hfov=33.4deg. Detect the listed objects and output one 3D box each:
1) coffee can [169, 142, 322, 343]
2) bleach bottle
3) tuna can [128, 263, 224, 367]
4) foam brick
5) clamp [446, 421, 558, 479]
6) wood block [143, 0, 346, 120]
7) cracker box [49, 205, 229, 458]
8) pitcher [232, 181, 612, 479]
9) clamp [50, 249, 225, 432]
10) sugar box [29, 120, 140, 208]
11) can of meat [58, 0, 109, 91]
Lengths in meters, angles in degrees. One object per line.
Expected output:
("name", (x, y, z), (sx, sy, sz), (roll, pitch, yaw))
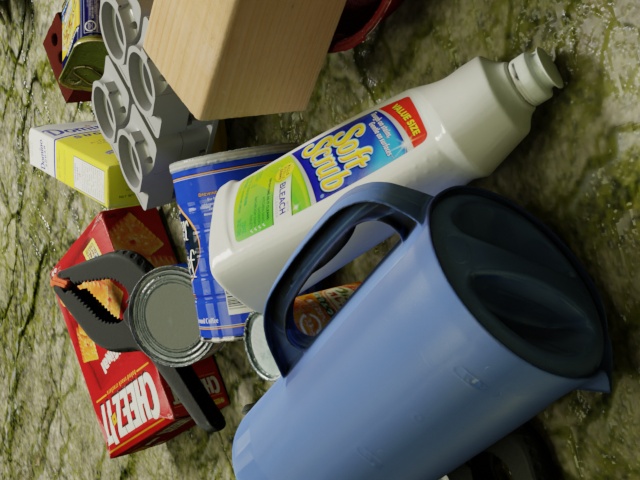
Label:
("coffee can", (-0.055, 0.001, 0.835), (0.103, 0.102, 0.140), (-7, 93, 54))
("bleach bottle", (0.039, -0.049, 0.683), (0.251, 0.068, 0.102), (-31, 35, 28))
("tuna can", (-0.118, 0.062, 0.904), (0.086, 0.033, 0.086), (2, 95, 21))
("foam brick", (-0.238, -0.186, 1.076), (0.053, 0.051, 0.078), (-47, 62, 48))
("clamp", (0.096, 0.139, 0.720), (0.171, 0.039, 0.120), (56, 138, 33))
("wood block", (-0.035, -0.186, 0.671), (0.090, 0.090, 0.206), (53, 137, 33))
("cracker box", (-0.189, 0.093, 1.066), (0.164, 0.071, 0.214), (-37, 70, 50))
("pitcher", (0.041, 0.082, 0.654), (0.243, 0.144, 0.149), (-47, 54, 35))
("clamp", (-0.154, 0.074, 0.959), (0.210, 0.036, 0.164), (10, 96, 25))
("sugar box", (-0.202, -0.077, 1.020), (0.176, 0.093, 0.048), (27, 120, 47))
("can of meat", (-0.209, -0.198, 0.994), (0.102, 0.057, 0.084), (143, 126, -60))
